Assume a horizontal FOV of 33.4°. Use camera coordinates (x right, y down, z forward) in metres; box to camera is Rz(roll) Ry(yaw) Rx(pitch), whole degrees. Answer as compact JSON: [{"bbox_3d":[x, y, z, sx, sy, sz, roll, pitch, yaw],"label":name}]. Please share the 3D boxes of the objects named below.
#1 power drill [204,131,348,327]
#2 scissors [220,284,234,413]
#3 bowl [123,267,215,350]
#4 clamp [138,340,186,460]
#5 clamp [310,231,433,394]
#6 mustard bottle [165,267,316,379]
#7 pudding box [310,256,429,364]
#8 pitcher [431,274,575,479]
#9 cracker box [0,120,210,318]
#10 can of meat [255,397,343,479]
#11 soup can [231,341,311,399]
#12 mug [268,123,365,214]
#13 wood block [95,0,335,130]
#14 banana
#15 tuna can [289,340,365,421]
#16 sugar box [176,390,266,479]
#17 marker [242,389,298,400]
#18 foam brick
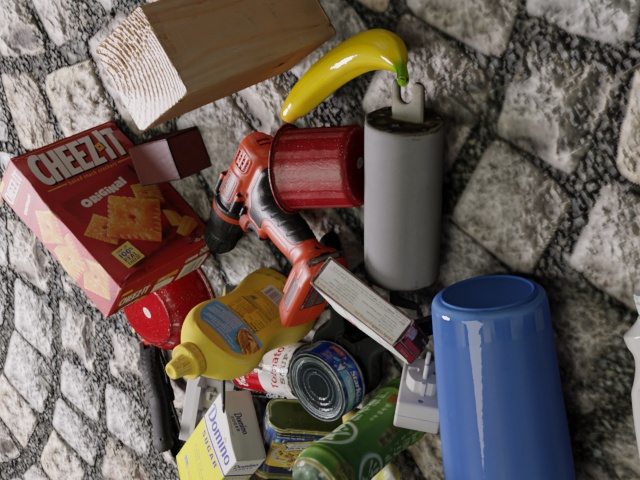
[{"bbox_3d":[-0.058,0.001,1.178,0.188,0.057,0.185,54,141,24],"label":"power drill"},{"bbox_3d":[-0.112,0.118,1.261,0.202,0.016,0.096,-118,39,-71],"label":"scissors"},{"bbox_3d":[-0.208,0.083,1.390,0.162,0.055,0.162,21,125,33],"label":"bowl"},{"bbox_3d":[-0.215,0.213,1.433,0.120,0.039,0.171,109,144,-79],"label":"clamp"},{"bbox_3d":[0.046,0.112,1.180,0.165,0.036,0.210,33,128,28],"label":"clamp"},{"bbox_3d":[-0.098,0.104,1.196,0.096,0.191,0.058,44,135,17],"label":"mustard bottle"},{"bbox_3d":[0.051,0.072,1.075,0.114,0.039,0.090,35,174,23],"label":"pudding box"},{"bbox_3d":[0.170,0.159,1.036,0.149,0.144,0.243,1,109,30],"label":"pitcher"},{"bbox_3d":[-0.255,-0.032,1.290,0.214,0.163,0.072,48,135,12],"label":"cracker box"},{"bbox_3d":[-0.026,0.237,1.273,0.057,0.102,0.084,-101,23,-51],"label":"can of meat"},{"bbox_3d":[-0.051,0.150,1.270,0.102,0.068,0.068,3,114,42],"label":"soup can"},{"bbox_3d":[0.010,-0.067,1.082,0.082,0.093,0.117,0,150,27],"label":"mug"},{"bbox_3d":[-0.097,-0.190,1.023,0.091,0.205,0.090,-28,92,47],"label":"wood block"},{"bbox_3d":[0.024,-0.164,1.031,0.037,0.069,0.198,37,155,-25],"label":"banana"},{"bbox_3d":[0.006,0.157,1.186,0.086,0.033,0.086,22,125,36],"label":"tuna can"},{"bbox_3d":[-0.125,0.265,1.302,0.176,0.048,0.093,-59,39,46],"label":"sugar box"},{"bbox_3d":[-0.050,0.188,1.325,0.121,0.020,0.020,-2,111,44],"label":"marker"},{"bbox_3d":[-0.180,-0.099,1.264,0.078,0.052,0.051,-6,108,45],"label":"foam brick"}]
